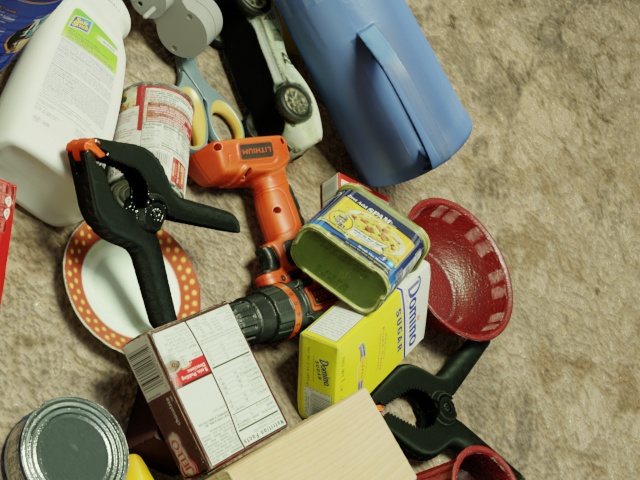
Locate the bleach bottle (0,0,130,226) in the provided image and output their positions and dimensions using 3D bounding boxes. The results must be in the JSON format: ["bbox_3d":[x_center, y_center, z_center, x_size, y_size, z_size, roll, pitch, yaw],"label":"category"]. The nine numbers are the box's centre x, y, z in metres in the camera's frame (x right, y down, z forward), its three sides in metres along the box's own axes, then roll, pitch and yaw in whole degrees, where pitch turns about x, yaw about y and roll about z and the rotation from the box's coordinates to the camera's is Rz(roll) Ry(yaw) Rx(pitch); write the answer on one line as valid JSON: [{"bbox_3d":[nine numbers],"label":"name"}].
[{"bbox_3d":[-0.206,-0.136,0.905,0.102,0.068,0.250,41,40,-31],"label":"bleach bottle"}]

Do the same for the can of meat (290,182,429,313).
[{"bbox_3d":[0.034,0.007,0.953,0.102,0.058,0.083,35,40,9],"label":"can of meat"}]

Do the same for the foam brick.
[{"bbox_3d":[-0.114,0.136,0.835,0.053,0.051,0.078,31,48,-27],"label":"foam brick"}]

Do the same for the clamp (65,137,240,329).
[{"bbox_3d":[-0.131,-0.024,0.846,0.120,0.039,0.171,-55,130,-38],"label":"clamp"}]

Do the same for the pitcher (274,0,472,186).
[{"bbox_3d":[0.051,-0.180,1.063,0.242,0.149,0.144,59,44,-27],"label":"pitcher"}]

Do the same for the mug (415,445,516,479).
[{"bbox_3d":[0.132,0.240,0.985,0.117,0.082,0.093,-26,85,-48],"label":"mug"}]

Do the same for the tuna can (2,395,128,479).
[{"bbox_3d":[-0.183,0.158,0.768,0.086,0.034,0.086,23,52,-33],"label":"tuna can"}]

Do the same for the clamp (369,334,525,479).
[{"bbox_3d":[0.119,0.177,1.044,0.209,0.036,0.164,-1,67,-43],"label":"clamp"}]

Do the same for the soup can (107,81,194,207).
[{"bbox_3d":[-0.146,-0.077,0.921,0.068,0.069,0.102,24,52,-32],"label":"soup can"}]

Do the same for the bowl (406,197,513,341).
[{"bbox_3d":[0.129,0.038,1.124,0.161,0.055,0.162,23,52,-33],"label":"bowl"}]

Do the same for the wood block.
[{"bbox_3d":[-0.022,0.198,0.827,0.205,0.090,0.091,-18,77,-59],"label":"wood block"}]

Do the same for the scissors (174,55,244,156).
[{"bbox_3d":[-0.116,-0.163,1.042,0.096,0.016,0.202,22,53,-36],"label":"scissors"}]

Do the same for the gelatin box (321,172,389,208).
[{"bbox_3d":[0.037,-0.015,1.088,0.073,0.030,0.089,24,51,-34],"label":"gelatin box"}]

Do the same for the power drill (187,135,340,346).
[{"bbox_3d":[-0.056,0.001,0.970,0.184,0.057,0.188,-12,78,-51],"label":"power drill"}]

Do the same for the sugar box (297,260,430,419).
[{"bbox_3d":[0.044,0.088,0.986,0.175,0.048,0.093,-35,137,-46],"label":"sugar box"}]

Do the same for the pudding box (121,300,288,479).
[{"bbox_3d":[-0.086,0.111,0.808,0.089,0.039,0.113,-20,83,-50],"label":"pudding box"}]
